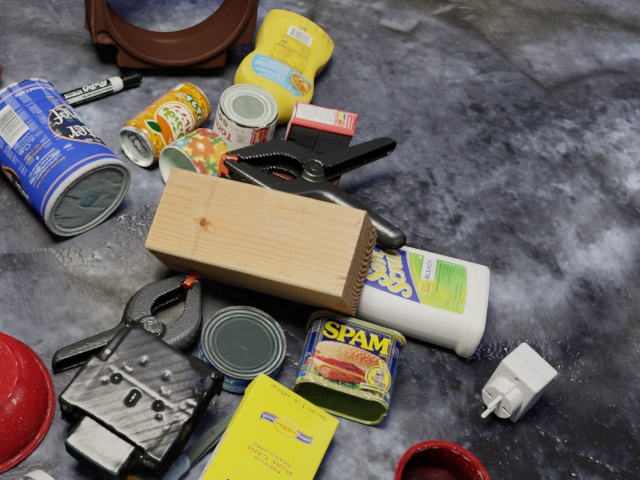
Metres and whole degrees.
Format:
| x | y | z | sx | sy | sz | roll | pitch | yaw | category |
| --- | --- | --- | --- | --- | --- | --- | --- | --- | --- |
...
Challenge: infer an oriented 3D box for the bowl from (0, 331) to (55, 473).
| x | y | z | sx | sy | sz | roll | pitch | yaw | category |
| --- | --- | --- | --- | --- | --- | --- | --- | --- | --- |
| -0.322 | 0.134 | 0.969 | 0.162 | 0.055 | 0.162 | 8 | 51 | -10 | bowl |

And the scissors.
| x | y | z | sx | sy | sz | roll | pitch | yaw | category |
| --- | --- | --- | --- | --- | --- | --- | --- | --- | --- |
| -0.126 | 0.226 | 0.976 | 0.201 | 0.016 | 0.096 | -21 | 63 | -28 | scissors |

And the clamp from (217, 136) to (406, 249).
| x | y | z | sx | sy | sz | roll | pitch | yaw | category |
| --- | --- | --- | --- | --- | --- | --- | --- | --- | --- |
| -0.005 | -0.073 | 1.164 | 0.210 | 0.036 | 0.164 | 13 | 44 | -5 | clamp |

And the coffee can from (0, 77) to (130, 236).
| x | y | z | sx | sy | sz | roll | pitch | yaw | category |
| --- | --- | --- | --- | --- | --- | --- | --- | --- | --- |
| -0.282 | -0.088 | 1.125 | 0.102 | 0.103 | 0.140 | -30 | 65 | -33 | coffee can |

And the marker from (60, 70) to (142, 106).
| x | y | z | sx | sy | sz | roll | pitch | yaw | category |
| --- | --- | --- | --- | --- | --- | --- | --- | --- | --- |
| -0.264 | -0.176 | 1.254 | 0.120 | 0.020 | 0.020 | -24 | 62 | -30 | marker |

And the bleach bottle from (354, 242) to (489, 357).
| x | y | z | sx | sy | sz | roll | pitch | yaw | category |
| --- | --- | --- | --- | --- | --- | --- | --- | --- | --- |
| 0.050 | 0.046 | 1.140 | 0.251 | 0.068 | 0.102 | 14 | 52 | -1 | bleach bottle |

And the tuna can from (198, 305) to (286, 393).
| x | y | z | sx | sy | sz | roll | pitch | yaw | category |
| --- | --- | --- | --- | --- | --- | --- | --- | --- | --- |
| -0.079 | 0.110 | 1.070 | 0.086 | 0.034 | 0.086 | 8 | 51 | -10 | tuna can |

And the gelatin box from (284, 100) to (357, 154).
| x | y | z | sx | sy | sz | roll | pitch | yaw | category |
| --- | --- | --- | --- | --- | --- | --- | --- | --- | --- |
| -0.001 | -0.129 | 1.246 | 0.073 | 0.089 | 0.030 | 12 | 76 | -5 | gelatin box |

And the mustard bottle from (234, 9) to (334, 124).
| x | y | z | sx | sy | sz | roll | pitch | yaw | category |
| --- | --- | --- | --- | --- | --- | --- | --- | --- | --- |
| -0.052 | -0.198 | 1.304 | 0.096 | 0.058 | 0.191 | 29 | 49 | -10 | mustard bottle |

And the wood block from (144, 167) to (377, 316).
| x | y | z | sx | sy | sz | roll | pitch | yaw | category |
| --- | --- | --- | --- | --- | --- | --- | --- | --- | --- |
| -0.057 | 0.001 | 1.076 | 0.206 | 0.090 | 0.091 | 14 | 77 | 14 | wood block |

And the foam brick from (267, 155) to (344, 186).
| x | y | z | sx | sy | sz | roll | pitch | yaw | category |
| --- | --- | --- | --- | --- | --- | --- | --- | --- | --- |
| -0.022 | -0.064 | 1.212 | 0.078 | 0.051 | 0.053 | 24 | 50 | 4 | foam brick |

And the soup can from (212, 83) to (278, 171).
| x | y | z | sx | sy | sz | roll | pitch | yaw | category |
| --- | --- | --- | --- | --- | --- | --- | --- | --- | --- |
| -0.088 | -0.118 | 1.202 | 0.068 | 0.102 | 0.068 | 8 | 51 | -10 | soup can |

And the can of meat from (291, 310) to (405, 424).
| x | y | z | sx | sy | sz | roll | pitch | yaw | category |
| --- | --- | --- | --- | --- | --- | --- | --- | --- | --- |
| 0.027 | 0.128 | 1.071 | 0.102 | 0.057 | 0.084 | 17 | 53 | -1 | can of meat |

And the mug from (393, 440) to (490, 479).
| x | y | z | sx | sy | sz | roll | pitch | yaw | category |
| --- | --- | --- | --- | --- | --- | --- | --- | --- | --- |
| 0.114 | 0.247 | 0.984 | 0.117 | 0.082 | 0.093 | 13 | 50 | -5 | mug |

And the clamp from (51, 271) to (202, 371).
| x | y | z | sx | sy | sz | roll | pitch | yaw | category |
| --- | --- | --- | --- | --- | --- | --- | --- | --- | --- |
| -0.180 | 0.093 | 1.052 | 0.120 | 0.039 | 0.171 | 27 | 53 | -1 | clamp |

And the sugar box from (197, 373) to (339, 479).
| x | y | z | sx | sy | sz | roll | pitch | yaw | category |
| --- | --- | --- | --- | --- | --- | --- | --- | --- | --- |
| -0.058 | 0.217 | 0.976 | 0.093 | 0.048 | 0.176 | 31 | 48 | -4 | sugar box |
